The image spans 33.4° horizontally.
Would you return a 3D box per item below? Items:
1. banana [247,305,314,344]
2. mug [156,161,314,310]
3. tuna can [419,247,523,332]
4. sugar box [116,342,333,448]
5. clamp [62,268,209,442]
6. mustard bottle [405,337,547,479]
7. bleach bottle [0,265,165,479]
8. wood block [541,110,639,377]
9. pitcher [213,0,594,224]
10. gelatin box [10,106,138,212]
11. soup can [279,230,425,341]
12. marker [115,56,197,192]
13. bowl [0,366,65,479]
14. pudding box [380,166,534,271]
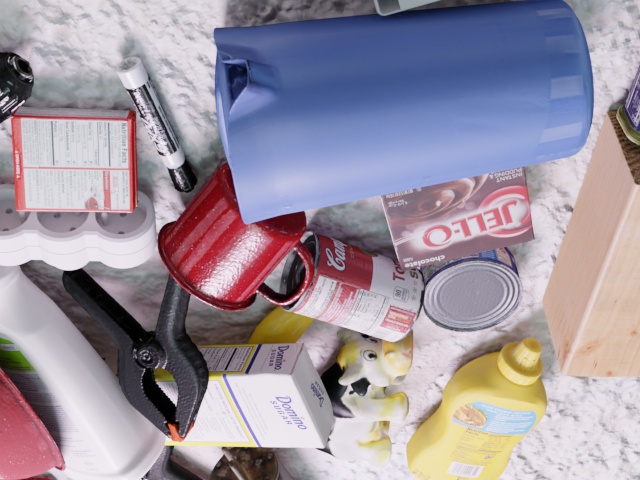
[{"bbox_3d":[-0.038,0.114,0.962,0.069,0.037,0.198,12,131,-12],"label":"banana"},{"bbox_3d":[-0.055,0.001,0.816,0.117,0.093,0.082,41,117,-2],"label":"mug"},{"bbox_3d":[0.126,0.037,0.904,0.086,0.034,0.086,-2,133,-2],"label":"tuna can"},{"bbox_3d":[-0.083,0.136,0.936,0.176,0.048,0.093,-5,127,23],"label":"sugar box"},{"bbox_3d":[-0.148,0.085,0.885,0.120,0.039,0.171,0,105,23],"label":"clamp"},{"bbox_3d":[0.157,0.160,1.002,0.096,0.058,0.192,13,131,-13],"label":"mustard bottle"},{"bbox_3d":[-0.231,0.096,0.890,0.103,0.068,0.250,-4,126,36],"label":"bleach bottle"},{"bbox_3d":[0.251,0.008,0.847,0.090,0.091,0.206,2,132,-6],"label":"wood block"},{"bbox_3d":[0.052,-0.091,0.730,0.243,0.149,0.145,-8,118,-1],"label":"pitcher"},{"bbox_3d":[-0.179,-0.059,0.785,0.089,0.030,0.073,1,112,-5],"label":"gelatin box"},{"bbox_3d":[0.026,0.039,0.876,0.102,0.068,0.069,18,129,-20],"label":"soup can"},{"bbox_3d":[-0.119,-0.082,0.789,0.020,0.020,0.121,-14,132,9],"label":"marker"},{"bbox_3d":[-0.285,0.147,0.896,0.055,0.162,0.162,-39,138,-25],"label":"bowl"},{"bbox_3d":[0.107,-0.029,0.838,0.113,0.039,0.090,-12,133,8],"label":"pudding box"}]
